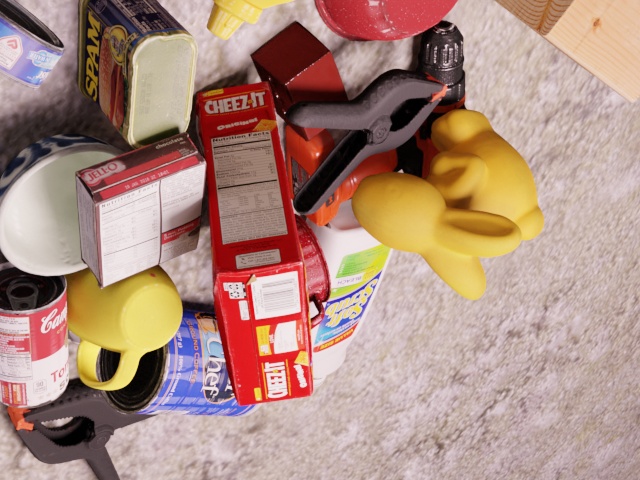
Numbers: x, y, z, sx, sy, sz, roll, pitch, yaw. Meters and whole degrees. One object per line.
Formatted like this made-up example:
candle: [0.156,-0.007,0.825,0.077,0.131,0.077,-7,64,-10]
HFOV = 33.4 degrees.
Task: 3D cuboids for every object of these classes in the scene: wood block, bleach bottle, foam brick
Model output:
wood block: [0.269,-0.224,1.060,0.205,0.090,0.091,18,114,-50]
bleach bottle: [0.017,0.061,1.135,0.102,0.068,0.251,-17,139,-30]
foam brick: [-0.016,-0.135,0.916,0.051,0.053,0.078,-37,143,-9]

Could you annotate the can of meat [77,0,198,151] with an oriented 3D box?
can of meat: [-0.135,-0.128,0.786,0.057,0.084,0.102,-16,136,-31]

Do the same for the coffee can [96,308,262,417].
coffee can: [-0.127,0.116,1.020,0.140,0.103,0.103,12,118,-48]

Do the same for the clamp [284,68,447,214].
clamp: [0.037,-0.092,0.933,0.171,0.039,0.120,-24,146,-28]

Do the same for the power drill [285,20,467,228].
power drill: [0.059,-0.104,1.011,0.187,0.057,0.184,-24,137,-22]

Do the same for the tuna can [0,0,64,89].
tuna can: [-0.212,-0.139,0.704,0.034,0.086,0.086,-51,143,8]

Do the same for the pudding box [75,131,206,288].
pudding box: [-0.135,-0.022,0.805,0.089,0.039,0.114,-23,149,-24]

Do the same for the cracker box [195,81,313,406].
cracker box: [-0.056,0.001,0.878,0.072,0.214,0.164,-8,137,-4]

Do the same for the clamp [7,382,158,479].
clamp: [-0.214,0.179,1.057,0.164,0.036,0.209,-47,143,6]

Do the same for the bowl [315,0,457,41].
bowl: [0.075,-0.229,0.905,0.161,0.055,0.162,-24,140,-23]

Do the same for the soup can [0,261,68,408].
soup can: [-0.238,0.076,0.859,0.068,0.069,0.102,-16,130,-31]
